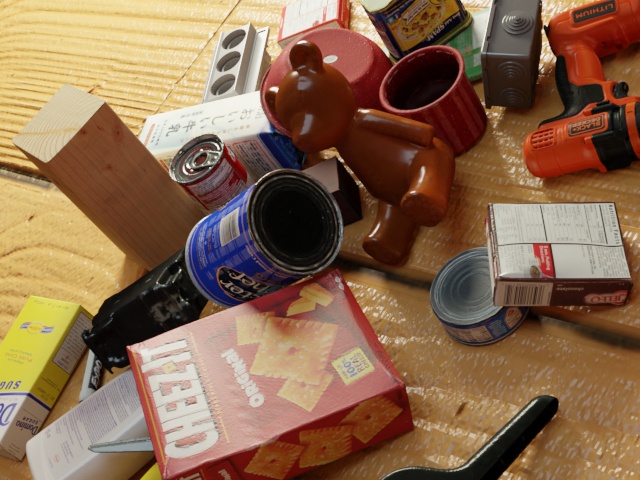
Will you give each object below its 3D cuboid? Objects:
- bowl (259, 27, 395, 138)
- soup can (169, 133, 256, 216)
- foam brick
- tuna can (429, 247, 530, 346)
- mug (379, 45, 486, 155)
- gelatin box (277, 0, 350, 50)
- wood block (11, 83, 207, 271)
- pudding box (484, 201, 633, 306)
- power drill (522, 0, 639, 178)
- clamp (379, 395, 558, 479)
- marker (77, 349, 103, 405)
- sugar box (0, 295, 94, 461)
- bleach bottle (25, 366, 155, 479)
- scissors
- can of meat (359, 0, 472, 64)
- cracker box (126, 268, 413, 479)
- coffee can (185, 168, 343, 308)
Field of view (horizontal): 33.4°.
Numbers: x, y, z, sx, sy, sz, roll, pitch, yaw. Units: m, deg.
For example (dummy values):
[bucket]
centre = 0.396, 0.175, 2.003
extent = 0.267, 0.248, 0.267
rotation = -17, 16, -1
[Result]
[bowl]
centre = 0.012, -0.178, 1.150
extent = 0.162, 0.055, 0.162
rotation = -2, 54, 2
[soup can]
centre = -0.108, -0.058, 1.163
extent = 0.069, 0.102, 0.068
rotation = -20, 45, 20
[foam brick]
centre = -0.004, -0.041, 1.112
extent = 0.078, 0.051, 0.053
rotation = -22, 45, 19
[tuna can]
centre = 0.141, 0.048, 0.943
extent = 0.086, 0.033, 0.086
rotation = -20, 45, 20
[mug]
centre = 0.113, -0.143, 1.097
extent = 0.093, 0.081, 0.117
rotation = -39, 41, -1
[gelatin box]
centre = -0.007, -0.276, 1.340
extent = 0.089, 0.030, 0.073
rotation = -17, 45, 23
[wood block]
centre = -0.225, -0.062, 1.172
extent = 0.090, 0.206, 0.091
rotation = -50, 43, -12
[pudding box]
centre = 0.199, 0.010, 0.903
extent = 0.113, 0.039, 0.090
rotation = 1, 48, 1
[power drill]
centre = 0.281, -0.150, 1.002
extent = 0.185, 0.057, 0.187
rotation = -12, 48, 27
[clamp]
centre = 0.108, 0.211, 0.794
extent = 0.210, 0.036, 0.164
rotation = -19, 44, -1
[marker]
centre = -0.245, 0.146, 1.141
extent = 0.020, 0.020, 0.121
rotation = -17, 46, 23
[sugar box]
centre = -0.326, 0.148, 1.177
extent = 0.094, 0.048, 0.176
rotation = 5, 56, 38
[bleach bottle]
centre = -0.164, 0.161, 1.040
extent = 0.251, 0.068, 0.103
rotation = -37, 40, -2
[scissors]
centre = -0.105, 0.196, 0.956
extent = 0.201, 0.016, 0.096
rotation = -17, 54, -3
[can of meat]
centre = 0.104, -0.256, 1.181
extent = 0.102, 0.084, 0.057
rotation = -37, 39, 0
[cracker box]
centre = -0.048, 0.128, 0.937
extent = 0.213, 0.072, 0.164
rotation = -20, 42, -7
[coffee can]
centre = -0.057, 0.001, 1.034
extent = 0.141, 0.102, 0.102
rotation = -29, 33, 55
